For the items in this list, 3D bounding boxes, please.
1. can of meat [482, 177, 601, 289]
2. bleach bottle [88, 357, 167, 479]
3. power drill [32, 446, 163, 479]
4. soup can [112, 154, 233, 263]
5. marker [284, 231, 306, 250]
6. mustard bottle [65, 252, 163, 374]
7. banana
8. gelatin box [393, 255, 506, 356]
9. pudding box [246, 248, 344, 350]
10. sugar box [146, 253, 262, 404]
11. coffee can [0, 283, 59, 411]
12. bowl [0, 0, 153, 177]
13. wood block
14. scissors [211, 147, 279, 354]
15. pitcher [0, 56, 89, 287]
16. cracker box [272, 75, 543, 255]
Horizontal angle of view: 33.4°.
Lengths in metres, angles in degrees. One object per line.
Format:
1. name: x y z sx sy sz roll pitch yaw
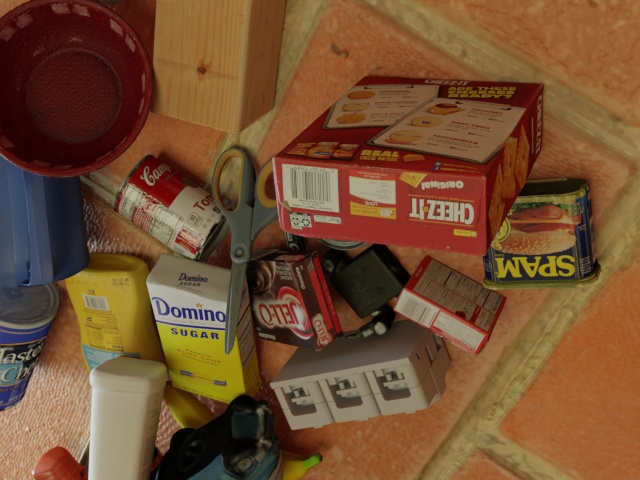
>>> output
1. can of meat: 0.189 -0.007 0.933 0.102 0.057 0.084 -3 109 23
2. bleach bottle: -0.205 0.251 1.086 0.068 0.102 0.251 7 94 5
3. power drill: -0.244 0.270 1.217 0.188 0.057 0.184 -12 113 40
4. soup can: -0.145 -0.030 1.057 0.102 0.068 0.069 33 121 5
5. marker: -0.022 0.016 1.054 0.020 0.020 0.121 0 112 23
6. mustard bottle: -0.217 0.110 1.157 0.096 0.058 0.191 5 115 26
7. banana: -0.091 0.216 1.165 0.198 0.037 0.070 22 115 13
8. gelatin box: 0.120 0.059 0.982 0.089 0.073 0.030 29 122 8
9. pudding box: -0.032 0.055 1.034 0.114 0.039 0.090 4 114 59
10. sugar box: -0.115 0.095 1.080 0.093 0.048 0.176 13 141 16
11. coffee can: -0.361 0.108 1.192 0.103 0.102 0.140 32 122 7
12. bowl: -0.227 -0.134 0.958 0.162 0.055 0.162 0 87 0
13. wood block: -0.086 -0.211 0.937 0.091 0.090 0.206 16 118 14
14. scissors: -0.057 0.001 1.000 0.096 0.016 0.202 -13 69 9
15. pitcher: -0.300 -0.079 1.062 0.149 0.144 0.243 10 113 20
16. cracker box: 0.079 -0.067 0.859 0.164 0.213 0.072 6 117 21
